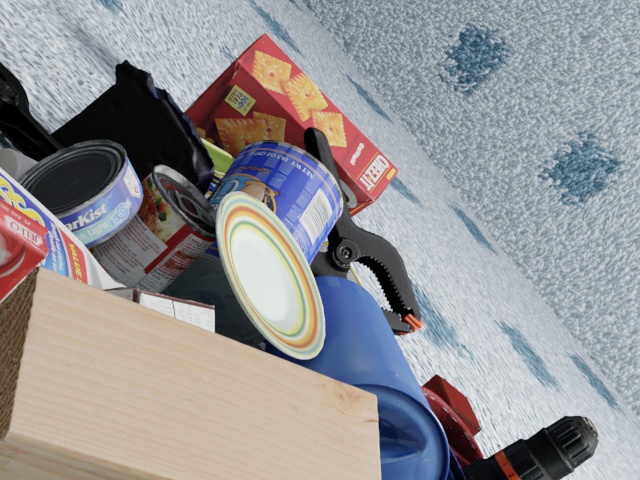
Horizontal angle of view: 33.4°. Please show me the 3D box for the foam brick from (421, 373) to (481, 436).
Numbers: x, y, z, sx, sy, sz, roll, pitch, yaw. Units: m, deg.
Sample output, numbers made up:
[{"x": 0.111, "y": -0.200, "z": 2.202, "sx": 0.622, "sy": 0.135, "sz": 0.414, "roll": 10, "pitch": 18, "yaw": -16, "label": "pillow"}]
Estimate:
[{"x": 0.109, "y": 0.183, "z": 1.061, "sx": 0.051, "sy": 0.078, "sz": 0.053, "roll": 40, "pitch": 18, "yaw": -32, "label": "foam brick"}]

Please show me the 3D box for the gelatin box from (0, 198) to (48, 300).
[{"x": -0.199, "y": 0.010, "z": 0.559, "sx": 0.073, "sy": 0.089, "sz": 0.030, "roll": 39, "pitch": 19, "yaw": -34, "label": "gelatin box"}]

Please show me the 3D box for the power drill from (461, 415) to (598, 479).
[{"x": 0.186, "y": 0.244, "z": 0.941, "sx": 0.187, "sy": 0.184, "sz": 0.057, "roll": 49, "pitch": 10, "yaw": -40, "label": "power drill"}]

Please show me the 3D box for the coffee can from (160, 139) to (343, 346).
[{"x": -0.056, "y": 0.001, "z": 0.870, "sx": 0.102, "sy": 0.103, "sz": 0.140, "roll": 44, "pitch": 51, "yaw": -16, "label": "coffee can"}]

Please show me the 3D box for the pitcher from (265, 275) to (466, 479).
[{"x": 0.023, "y": 0.125, "z": 0.853, "sx": 0.243, "sy": 0.145, "sz": 0.149, "roll": -104, "pitch": 180, "yaw": -69, "label": "pitcher"}]

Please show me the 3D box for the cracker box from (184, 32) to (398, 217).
[{"x": -0.045, "y": -0.103, "z": 1.207, "sx": 0.213, "sy": 0.164, "sz": 0.072, "roll": 46, "pitch": 50, "yaw": -9, "label": "cracker box"}]

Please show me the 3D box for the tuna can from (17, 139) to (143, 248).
[{"x": -0.164, "y": -0.029, "z": 0.721, "sx": 0.086, "sy": 0.086, "sz": 0.033, "roll": -113, "pitch": 180, "yaw": -54, "label": "tuna can"}]

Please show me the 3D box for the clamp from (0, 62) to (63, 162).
[{"x": -0.257, "y": -0.106, "z": 0.820, "sx": 0.172, "sy": 0.039, "sz": 0.120, "roll": 48, "pitch": 7, "yaw": 29, "label": "clamp"}]

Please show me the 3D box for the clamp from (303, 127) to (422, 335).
[{"x": 0.017, "y": 0.005, "z": 0.990, "sx": 0.210, "sy": 0.164, "sz": 0.036, "roll": 37, "pitch": -24, "yaw": -10, "label": "clamp"}]

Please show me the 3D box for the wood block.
[{"x": -0.076, "y": 0.104, "z": 0.544, "sx": 0.205, "sy": 0.090, "sz": 0.091, "roll": 25, "pitch": 45, "yaw": -30, "label": "wood block"}]

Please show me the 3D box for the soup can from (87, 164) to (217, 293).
[{"x": -0.129, "y": 0.005, "z": 0.767, "sx": 0.068, "sy": 0.102, "sz": 0.068, "roll": 44, "pitch": 14, "yaw": -14, "label": "soup can"}]
